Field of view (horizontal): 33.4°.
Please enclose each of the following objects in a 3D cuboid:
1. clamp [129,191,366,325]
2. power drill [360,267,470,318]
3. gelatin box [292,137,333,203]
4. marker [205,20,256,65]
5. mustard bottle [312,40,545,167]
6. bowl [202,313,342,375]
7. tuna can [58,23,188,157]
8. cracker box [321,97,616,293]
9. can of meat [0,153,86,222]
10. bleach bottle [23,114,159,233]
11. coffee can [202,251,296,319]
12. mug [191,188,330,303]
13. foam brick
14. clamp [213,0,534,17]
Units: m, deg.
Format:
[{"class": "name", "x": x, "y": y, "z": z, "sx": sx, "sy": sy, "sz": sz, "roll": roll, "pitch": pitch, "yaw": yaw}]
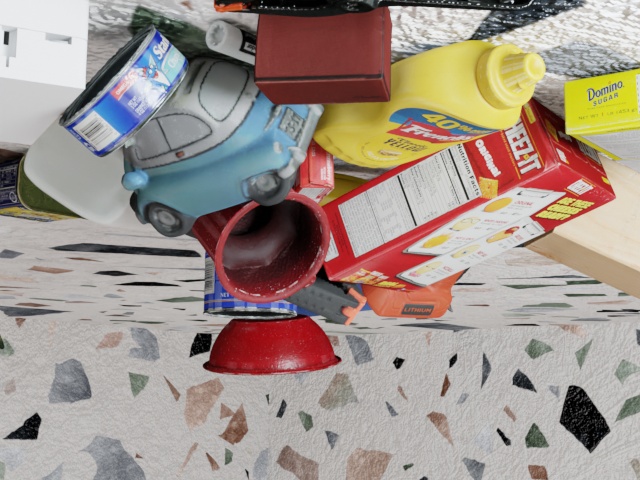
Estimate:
[{"class": "clamp", "x": -0.056, "y": 0.001, "z": 0.911, "sx": 0.210, "sy": 0.036, "sz": 0.164, "roll": 40, "pitch": -153, "yaw": 10}, {"class": "power drill", "x": 0.120, "y": 0.004, "z": 1.096, "sx": 0.184, "sy": 0.057, "sz": 0.188, "roll": 5, "pitch": 137, "yaw": -35}, {"class": "gelatin box", "x": -0.010, "y": -0.069, "z": 0.863, "sx": 0.030, "sy": 0.073, "sz": 0.089, "roll": 1, "pitch": 170, "yaw": -11}, {"class": "marker", "x": -0.028, "y": -0.120, "z": 0.712, "sx": 0.020, "sy": 0.020, "sz": 0.120, "roll": -6, "pitch": 169, "yaw": 37}, {"class": "mustard bottle", "x": 0.081, "y": -0.096, "z": 0.737, "sx": 0.096, "sy": 0.058, "sz": 0.192, "roll": 12, "pitch": 166, "yaw": -31}, {"class": "bowl", "x": -0.057, "y": 0.117, "z": 1.235, "sx": 0.162, "sy": 0.055, "sz": 0.162, "roll": -3, "pitch": -178, "yaw": 0}, {"class": "tuna can", "x": -0.123, "y": -0.093, "z": 0.670, "sx": 0.033, "sy": 0.086, "sz": 0.086, "roll": 43, "pitch": 152, "yaw": -21}, {"class": "cracker box", "x": 0.121, "y": -0.031, "z": 0.906, "sx": 0.214, "sy": 0.072, "sz": 0.164, "roll": -28, "pitch": 160, "yaw": 24}, {"class": "can of meat", "x": -0.279, "y": -0.050, "z": 1.064, "sx": 0.084, "sy": 0.057, "sz": 0.101, "roll": -5, "pitch": 169, "yaw": 42}, {"class": "bleach bottle", "x": -0.186, "y": -0.050, "z": 1.000, "sx": 0.102, "sy": 0.068, "sz": 0.251, "roll": 35, "pitch": 180, "yaw": 5}, {"class": "coffee can", "x": -0.076, "y": 0.012, "z": 1.164, "sx": 0.103, "sy": 0.140, "sz": 0.103, "roll": 0, "pitch": 171, "yaw": 0}, {"class": "mug", "x": -0.044, "y": -0.005, "z": 0.820, "sx": 0.117, "sy": 0.093, "sz": 0.082, "roll": 43, "pitch": -177, "yaw": -39}, {"class": "foam brick", "x": 0.003, "y": -0.114, "z": 0.648, "sx": 0.078, "sy": 0.051, "sz": 0.053, "roll": 0, "pitch": 172, "yaw": 9}, {"class": "clamp", "x": 0.019, "y": -0.138, "z": 0.535, "sx": 0.172, "sy": 0.039, "sz": 0.120, "roll": -1, "pitch": 169, "yaw": 15}]
